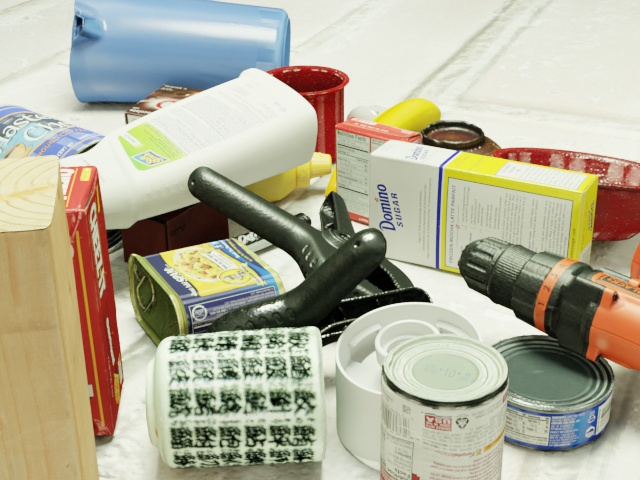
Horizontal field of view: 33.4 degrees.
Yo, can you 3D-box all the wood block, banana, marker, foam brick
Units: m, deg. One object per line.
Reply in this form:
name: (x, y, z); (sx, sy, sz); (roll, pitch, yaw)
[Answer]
wood block: (-0.169, 0.071, 0.552); (0.090, 0.206, 0.090); (-5, 27, -9)
banana: (0.069, -0.095, 1.028); (0.037, 0.070, 0.197); (20, 33, 30)
marker: (-0.056, 0.001, 0.895); (0.120, 0.020, 0.020); (-21, 33, -35)
foam brick: (-0.120, -0.013, 0.888); (0.051, 0.053, 0.078); (16, 31, 31)

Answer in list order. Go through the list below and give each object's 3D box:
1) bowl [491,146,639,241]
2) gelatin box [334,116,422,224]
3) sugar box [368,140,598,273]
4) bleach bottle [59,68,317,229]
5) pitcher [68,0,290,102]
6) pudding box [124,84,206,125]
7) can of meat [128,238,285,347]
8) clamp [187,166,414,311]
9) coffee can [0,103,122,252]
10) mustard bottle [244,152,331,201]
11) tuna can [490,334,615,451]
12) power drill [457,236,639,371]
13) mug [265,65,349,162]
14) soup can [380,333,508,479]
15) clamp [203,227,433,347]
bowl: (0.221, -0.037, 0.898); (0.162, 0.055, 0.162); (6, 14, -2)
gelatin box: (0.050, -0.057, 0.929); (0.073, 0.089, 0.030); (18, 32, 34)
sugar box: (0.125, -0.020, 0.847); (0.176, 0.093, 0.048); (15, 30, 28)
bleach bottle: (-0.125, -0.068, 0.863); (0.250, 0.068, 0.103); (-24, 45, -36)
pitcher: (-0.158, -0.217, 1.233); (0.243, 0.145, 0.149); (4, 39, 2)
pudding box: (-0.138, -0.129, 1.136); (0.114, 0.039, 0.090); (9, 29, 19)
can of meat: (-0.083, 0.041, 0.775); (0.083, 0.057, 0.102); (-13, 29, -26)
clamp: (0.014, 0.010, 0.820); (0.210, 0.036, 0.164); (40, 23, 31)
coffee can: (-0.233, -0.054, 0.917); (0.141, 0.103, 0.102); (20, 33, 35)
mustard bottle: (-0.086, -0.067, 0.988); (0.191, 0.058, 0.096); (-3, 27, -3)
tuna can: (0.142, 0.096, 0.680); (0.086, 0.034, 0.086); (-1, 27, 0)
power drill: (0.211, 0.034, 0.734); (0.185, 0.057, 0.187); (27, 26, 37)
mug: (-0.017, -0.118, 1.062); (0.093, 0.081, 0.117); (0, 26, 2)
soup can: (0.066, 0.111, 0.579); (0.068, 0.102, 0.068); (-1, 26, 0)
clamp: (-0.014, 0.048, 0.690); (0.171, 0.120, 0.039); (-24, 54, 1)
